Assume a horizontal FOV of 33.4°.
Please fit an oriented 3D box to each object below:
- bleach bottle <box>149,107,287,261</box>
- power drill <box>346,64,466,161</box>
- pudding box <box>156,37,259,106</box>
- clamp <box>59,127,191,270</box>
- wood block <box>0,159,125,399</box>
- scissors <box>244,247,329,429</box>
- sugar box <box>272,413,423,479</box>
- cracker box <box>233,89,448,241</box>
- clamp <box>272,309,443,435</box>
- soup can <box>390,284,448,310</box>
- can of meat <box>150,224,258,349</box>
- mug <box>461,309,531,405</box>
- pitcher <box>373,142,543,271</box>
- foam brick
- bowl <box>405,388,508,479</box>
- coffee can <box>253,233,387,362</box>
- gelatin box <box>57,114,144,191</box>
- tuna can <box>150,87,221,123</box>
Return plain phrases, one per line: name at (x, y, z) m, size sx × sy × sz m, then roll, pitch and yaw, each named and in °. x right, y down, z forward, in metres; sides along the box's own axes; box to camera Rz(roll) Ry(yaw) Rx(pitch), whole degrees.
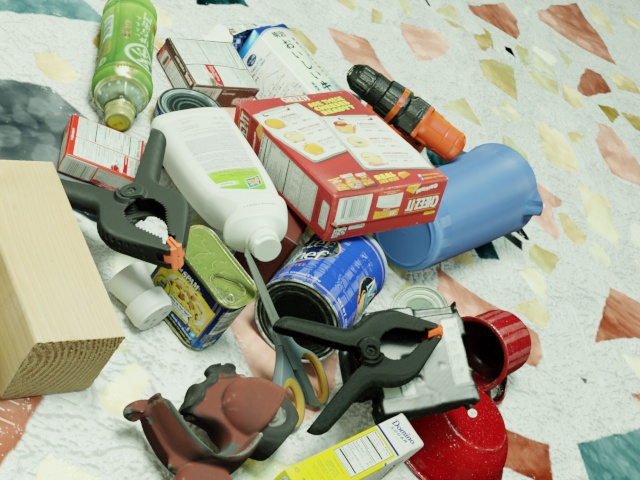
bleach bottle at (-0.107, -0.058, 1.163) m, size 0.102 × 0.068 × 0.251 m, roll -12°, pitch 38°, yaw -18°
power drill at (0.106, -0.174, 1.476) m, size 0.184 × 0.057 × 0.187 m, roll 37°, pitch 2°, yaw -6°
pudding box at (-0.146, -0.220, 1.397) m, size 0.113 × 0.039 × 0.090 m, roll -3°, pitch 53°, yaw -45°
clamp at (-0.186, -0.043, 1.085) m, size 0.164 × 0.036 × 0.210 m, roll -29°, pitch 48°, yaw -29°
wood block at (-0.269, 0.032, 0.982) m, size 0.090 × 0.090 × 0.206 m, roll -2°, pitch 52°, yaw -42°
scissors at (-0.047, 0.110, 1.076) m, size 0.201 × 0.016 × 0.096 m, roll 58°, pitch 43°, yaw -33°
sugar box at (0.012, 0.227, 1.022) m, size 0.175 × 0.093 × 0.048 m, roll -17°, pitch 66°, yaw -50°
cracker box at (0.017, -0.091, 1.247) m, size 0.163 × 0.072 × 0.214 m, roll -11°, pitch 40°, yaw -34°
clamp at (0.044, 0.125, 1.061) m, size 0.171 × 0.039 × 0.120 m, roll -7°, pitch 79°, yaw -11°
soup can at (0.116, 0.101, 1.223) m, size 0.068 × 0.102 × 0.068 m, roll -4°, pitch 64°, yaw 8°
can of meat at (-0.125, 0.050, 1.093) m, size 0.102 × 0.084 × 0.057 m, roll 50°, pitch 37°, yaw 14°
mug at (0.206, 0.141, 1.296) m, size 0.081 × 0.093 × 0.117 m, roll -13°, pitch 92°, yaw -53°
pitcher at (0.170, -0.045, 1.431) m, size 0.242 × 0.149 × 0.145 m, roll -23°, pitch 83°, yaw -47°
foam brick at (-0.058, 0.001, 1.210) m, size 0.051 × 0.078 × 0.053 m, roll 33°, pitch 36°, yaw -6°
bowl at (0.156, 0.210, 1.198) m, size 0.162 × 0.055 × 0.162 m, roll 24°, pitch 39°, yaw -21°
coffee can at (0.003, 0.056, 1.184) m, size 0.103 × 0.103 × 0.140 m, roll 41°, pitch 36°, yaw 2°
gelatin box at (-0.243, -0.094, 1.187) m, size 0.089 × 0.030 × 0.073 m, roll 21°, pitch 39°, yaw -23°
tuna can at (-0.161, -0.148, 1.298) m, size 0.086 × 0.034 × 0.086 m, roll 14°, pitch 39°, yaw -12°
